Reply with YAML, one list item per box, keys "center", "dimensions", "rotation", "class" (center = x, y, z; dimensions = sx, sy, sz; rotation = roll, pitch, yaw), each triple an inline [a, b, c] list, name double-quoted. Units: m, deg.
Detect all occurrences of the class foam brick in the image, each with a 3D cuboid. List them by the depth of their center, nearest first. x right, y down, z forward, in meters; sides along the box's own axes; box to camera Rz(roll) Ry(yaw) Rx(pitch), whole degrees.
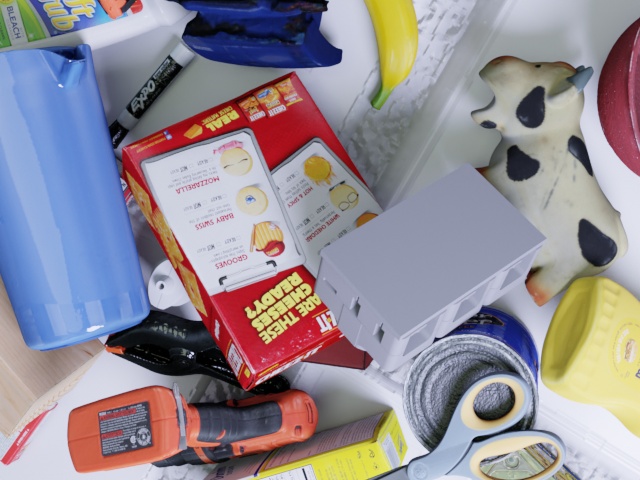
- center: [0.007, 0.080, 0.933]
  dimensions: [0.078, 0.053, 0.051]
  rotation: [6, 97, 12]
  class: "foam brick"

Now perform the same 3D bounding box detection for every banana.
- center: [0.036, -0.214, 0.906]
  dimensions: [0.070, 0.037, 0.198]
  rotation: [-23, 90, 13]
  class: "banana"

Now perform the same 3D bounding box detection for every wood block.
- center: [-0.306, 0.062, 0.965]
  dimensions: [0.206, 0.090, 0.090]
  rotation: [47, 134, 4]
  class: "wood block"

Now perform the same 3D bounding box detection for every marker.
- center: [-0.158, -0.129, 0.965]
  dimensions: [0.020, 0.020, 0.121]
  rotation: [44, 102, 5]
  class: "marker"

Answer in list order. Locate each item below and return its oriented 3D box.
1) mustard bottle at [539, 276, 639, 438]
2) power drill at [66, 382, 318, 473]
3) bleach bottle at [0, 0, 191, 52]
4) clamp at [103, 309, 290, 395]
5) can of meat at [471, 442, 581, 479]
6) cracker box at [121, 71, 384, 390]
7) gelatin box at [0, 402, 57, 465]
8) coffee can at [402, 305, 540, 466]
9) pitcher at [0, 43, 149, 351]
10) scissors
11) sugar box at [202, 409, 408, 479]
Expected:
- center: [0.267, 0.110, 0.853]
  dimensions: [0.191, 0.058, 0.096]
  rotation: [30, 71, -22]
  class: "mustard bottle"
- center: [-0.120, 0.160, 0.892]
  dimensions: [0.185, 0.187, 0.057]
  rotation: [-19, 74, 28]
  class: "power drill"
- center: [-0.209, -0.218, 0.934]
  dimensions: [0.251, 0.068, 0.102]
  rotation: [-16, 92, 2]
  class: "bleach bottle"
- center: [-0.109, 0.102, 0.955]
  dimensions: [0.172, 0.039, 0.120]
  rotation: [0, 132, 27]
  class: "clamp"
- center: [0.178, 0.207, 0.893]
  dimensions: [0.102, 0.084, 0.057]
  rotation: [43, 102, 5]
  class: "can of meat"
- center: [-0.042, -0.010, 0.875]
  dimensions: [0.164, 0.072, 0.214]
  rotation: [-27, 76, -18]
  class: "cracker box"
- center: [-0.307, 0.158, 1.020]
  dimensions: [0.089, 0.030, 0.073]
  rotation: [39, 103, 6]
  class: "gelatin box"
- center: [0.126, 0.113, 0.866]
  dimensions: [0.103, 0.140, 0.103]
  rotation: [1, 96, 12]
  class: "coffee can"
- center: [-0.234, -0.034, 0.902]
  dimensions: [0.145, 0.149, 0.243]
  rotation: [-16, 93, -6]
  class: "pitcher"
- center: [0.079, 0.152, 0.799]
  dimensions: [0.202, 0.016, 0.096]
  rotation: [-8, 92, 13]
  class: "scissors"
- center: [-0.017, 0.202, 0.930]
  dimensions: [0.176, 0.093, 0.048]
  rotation: [-22, 91, 14]
  class: "sugar box"
